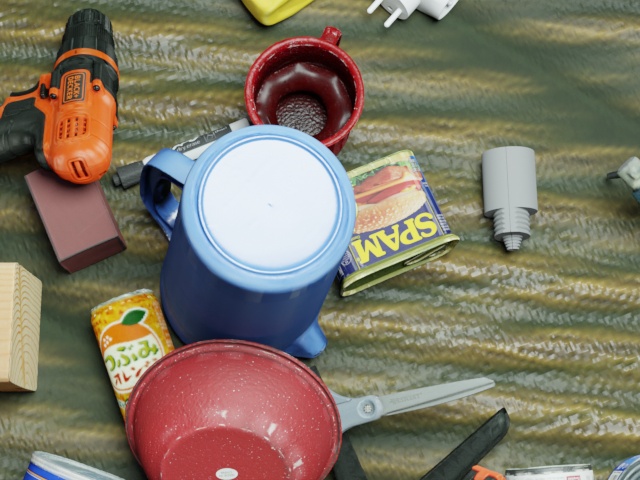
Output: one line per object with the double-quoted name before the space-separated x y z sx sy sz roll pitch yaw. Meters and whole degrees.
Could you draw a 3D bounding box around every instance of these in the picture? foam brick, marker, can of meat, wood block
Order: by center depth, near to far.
"wood block" -0.327 0.068 0.812 0.206 0.090 0.091 0 78 -2
"foam brick" -0.196 -0.022 0.854 0.051 0.053 0.078 -23 80 -6
"can of meat" 0.047 -0.015 0.857 0.102 0.057 0.084 -22 77 -10
"marker" -0.114 -0.071 0.883 0.121 0.020 0.020 -22 80 -6

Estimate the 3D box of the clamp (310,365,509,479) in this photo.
"clamp" 0.039 0.204 0.823 0.164 0.036 0.210 18 79 8

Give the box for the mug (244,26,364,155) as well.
"mug" -0.010 -0.117 0.864 0.093 0.081 0.117 19 79 2

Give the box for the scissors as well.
"scissors" 0.023 0.113 0.810 0.202 0.016 0.096 -30 74 14

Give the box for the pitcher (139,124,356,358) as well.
"pitcher" -0.055 0.001 0.756 0.149 0.243 0.145 0 75 -8

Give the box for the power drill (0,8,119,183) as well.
"power drill" -0.252 -0.109 0.847 0.187 0.057 0.184 -11 47 4

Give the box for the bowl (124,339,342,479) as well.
"bowl" -0.065 0.152 0.766 0.162 0.055 0.162 1 119 2
